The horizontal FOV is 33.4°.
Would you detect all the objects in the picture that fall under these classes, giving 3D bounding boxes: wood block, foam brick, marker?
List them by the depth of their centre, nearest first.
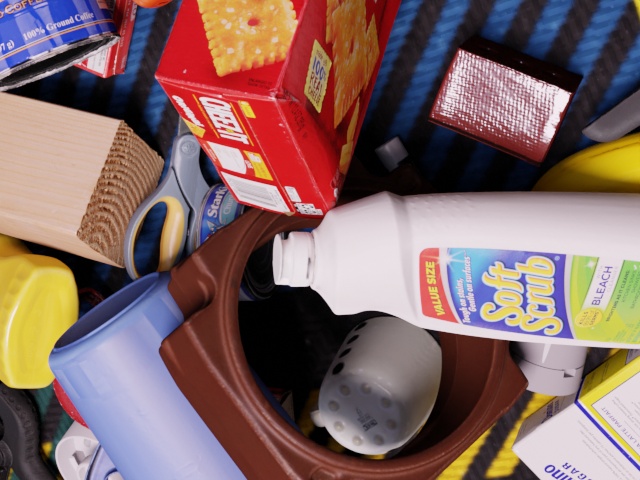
[{"bbox_3d":[0.117,-0.090,0.674,0.078,0.053,0.051,24,117,11],"label":"foam brick"},{"bbox_3d":[0.077,-0.016,0.738,0.020,0.020,0.121,-29,97,29],"label":"marker"},{"bbox_3d":[-0.236,-0.056,0.795,0.206,0.090,0.091,14,78,17],"label":"wood block"}]

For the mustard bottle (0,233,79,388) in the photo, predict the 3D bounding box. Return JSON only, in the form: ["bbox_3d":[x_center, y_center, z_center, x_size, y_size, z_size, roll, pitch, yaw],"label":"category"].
[{"bbox_3d":[-0.258,0.040,0.844,0.192,0.058,0.096,24,105,49],"label":"mustard bottle"}]

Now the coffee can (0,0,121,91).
[{"bbox_3d":[-0.208,-0.182,0.710,0.103,0.102,0.140,-19,99,27],"label":"coffee can"}]

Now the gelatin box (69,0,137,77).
[{"bbox_3d":[-0.179,-0.168,0.779,0.089,0.030,0.073,23,116,13],"label":"gelatin box"}]

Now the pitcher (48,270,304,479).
[{"bbox_3d":[-0.090,0.151,0.754,0.145,0.149,0.243,-17,110,53],"label":"pitcher"}]

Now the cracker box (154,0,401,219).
[{"bbox_3d":[-0.004,-0.138,0.587,0.072,0.164,0.213,14,73,15],"label":"cracker box"}]

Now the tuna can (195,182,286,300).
[{"bbox_3d":[-0.055,0.001,0.762,0.034,0.086,0.086,-1,109,21],"label":"tuna can"}]

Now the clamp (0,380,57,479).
[{"bbox_3d":[-0.270,0.191,0.951,0.120,0.039,0.171,3,111,20],"label":"clamp"}]

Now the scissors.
[{"bbox_3d":[-0.083,-0.056,0.784,0.096,0.016,0.202,19,96,-27],"label":"scissors"}]

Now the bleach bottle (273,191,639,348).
[{"bbox_3d":[0.097,0.019,0.627,0.250,0.068,0.103,1,129,-11],"label":"bleach bottle"}]
